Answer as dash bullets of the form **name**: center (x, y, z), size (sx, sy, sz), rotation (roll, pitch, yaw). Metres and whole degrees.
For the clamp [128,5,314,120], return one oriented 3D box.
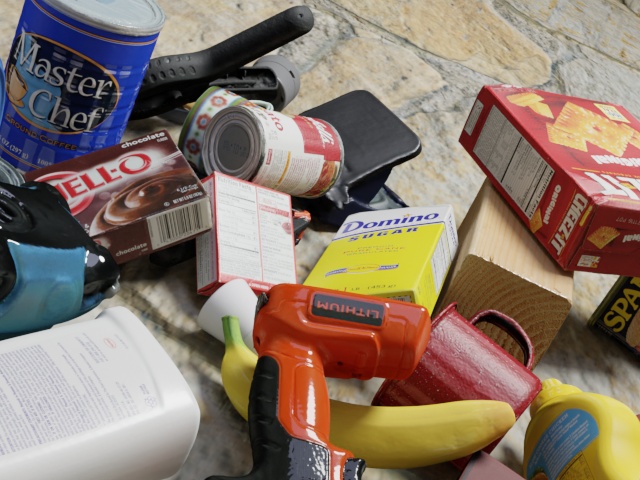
- **clamp**: center (-0.112, -0.142, 0.949), size (0.210, 0.165, 0.036), rotation (-20, 83, -10)

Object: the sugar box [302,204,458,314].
- **sugar box**: center (0.047, 0.023, 0.822), size (0.093, 0.048, 0.176), rotation (-5, 23, 17)

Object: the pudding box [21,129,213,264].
- **pudding box**: center (-0.143, -0.027, 0.748), size (0.113, 0.039, 0.090), rotation (-18, 45, -18)

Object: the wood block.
- **wood block**: center (0.159, 0.023, 0.913), size (0.091, 0.090, 0.206), rotation (26, 27, 3)

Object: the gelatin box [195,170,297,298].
- **gelatin box**: center (-0.055, 0.001, 0.780), size (0.073, 0.030, 0.089), rotation (15, 60, -39)

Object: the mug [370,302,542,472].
- **mug**: center (0.101, 0.095, 0.723), size (0.081, 0.093, 0.117), rotation (38, 57, 14)

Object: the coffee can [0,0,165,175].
- **coffee can**: center (-0.190, -0.126, 0.819), size (0.102, 0.140, 0.103), rotation (20, 27, -11)

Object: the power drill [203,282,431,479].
- **power drill**: center (0.019, 0.115, 0.582), size (0.184, 0.057, 0.187), rotation (10, 45, -1)

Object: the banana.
- **banana**: center (0.017, 0.104, 0.658), size (0.198, 0.069, 0.037), rotation (17, -8, 12)

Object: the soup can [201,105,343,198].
- **soup can**: center (-0.038, -0.070, 0.861), size (0.069, 0.069, 0.102), rotation (43, 24, 31)

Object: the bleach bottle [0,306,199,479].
- **bleach bottle**: center (-0.185, 0.096, 0.514), size (0.250, 0.068, 0.103), rotation (-7, 42, -44)

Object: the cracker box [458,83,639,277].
- **cracker box**: center (0.241, -0.054, 0.928), size (0.164, 0.072, 0.214), rotation (5, 31, -24)

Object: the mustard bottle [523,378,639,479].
- **mustard bottle**: center (0.173, 0.154, 0.681), size (0.058, 0.096, 0.191), rotation (17, 28, -17)
